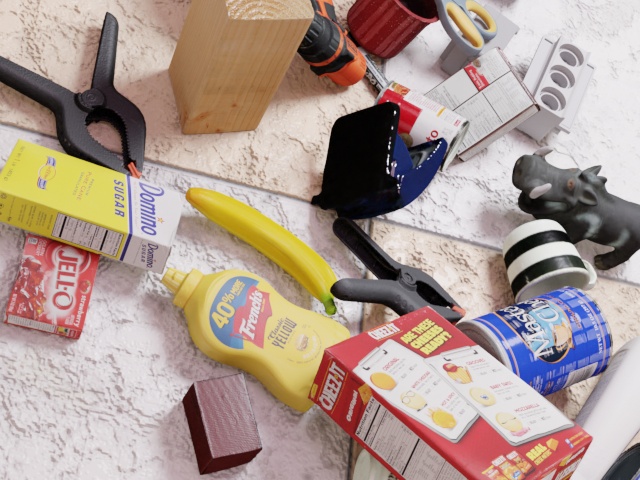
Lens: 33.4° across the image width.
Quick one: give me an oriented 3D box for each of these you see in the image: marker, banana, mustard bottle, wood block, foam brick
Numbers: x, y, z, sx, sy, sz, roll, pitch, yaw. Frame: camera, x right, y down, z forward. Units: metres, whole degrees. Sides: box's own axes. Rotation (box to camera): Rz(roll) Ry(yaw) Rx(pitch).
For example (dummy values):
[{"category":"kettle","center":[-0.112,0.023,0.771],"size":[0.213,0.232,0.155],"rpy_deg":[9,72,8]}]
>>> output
[{"category":"marker","center":[0.061,-0.203,1.279],"size":[0.020,0.020,0.121],"rpy_deg":[-28,75,-30]},{"category":"banana","center":[-0.051,0.003,1.105],"size":[0.198,0.069,0.037],"rpy_deg":[37,99,7]},{"category":"mustard bottle","center":[-0.072,0.083,1.055],"size":[0.191,0.058,0.096],"rpy_deg":[31,59,-2]},{"category":"wood block","center":[-0.088,-0.204,1.112],"size":[0.090,0.206,0.091],"rpy_deg":[-6,66,-23]},{"category":"foam brick","center":[-0.093,0.172,1.003],"size":[0.051,0.053,0.078],"rpy_deg":[-7,67,-23]}]

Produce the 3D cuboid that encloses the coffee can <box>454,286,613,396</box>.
[{"category":"coffee can","center":[0.219,0.115,1.118],"size":[0.140,0.103,0.103],"rpy_deg":[-16,70,-27]}]

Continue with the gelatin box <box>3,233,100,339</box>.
[{"category":"gelatin box","center":[-0.256,0.044,1.024],"size":[0.073,0.030,0.089],"rpy_deg":[15,59,-13]}]

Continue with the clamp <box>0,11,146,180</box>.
[{"category":"clamp","center":[-0.255,-0.142,1.119],"size":[0.164,0.036,0.210],"rpy_deg":[-18,71,-28]}]

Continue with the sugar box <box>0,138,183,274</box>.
[{"category":"sugar box","center":[-0.227,-0.034,1.051],"size":[0.176,0.048,0.093],"rpy_deg":[16,36,-10]}]

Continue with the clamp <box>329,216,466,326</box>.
[{"category":"clamp","center":[0.077,0.053,1.117],"size":[0.171,0.039,0.120],"rpy_deg":[32,39,-10]}]

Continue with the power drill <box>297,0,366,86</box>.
[{"category":"power drill","center":[-0.017,-0.277,1.204],"size":[0.057,0.184,0.188],"rpy_deg":[-21,74,15]}]

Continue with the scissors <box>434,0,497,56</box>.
[{"category":"scissors","center":[0.147,-0.305,1.277],"size":[0.096,0.016,0.202],"rpy_deg":[-14,70,-43]}]

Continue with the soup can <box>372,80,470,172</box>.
[{"category":"soup can","center":[0.110,-0.130,1.218],"size":[0.102,0.068,0.068],"rpy_deg":[30,56,11]}]

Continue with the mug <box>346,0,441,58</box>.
[{"category":"mug","center":[0.094,-0.273,1.284],"size":[0.117,0.082,0.093],"rpy_deg":[-6,63,-44]}]

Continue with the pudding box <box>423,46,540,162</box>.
[{"category":"pudding box","center":[0.187,-0.161,1.257],"size":[0.114,0.039,0.090],"rpy_deg":[-34,75,15]}]

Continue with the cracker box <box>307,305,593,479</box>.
[{"category":"cracker box","center":[0.120,0.166,0.996],"size":[0.214,0.072,0.163],"rpy_deg":[38,34,29]}]
